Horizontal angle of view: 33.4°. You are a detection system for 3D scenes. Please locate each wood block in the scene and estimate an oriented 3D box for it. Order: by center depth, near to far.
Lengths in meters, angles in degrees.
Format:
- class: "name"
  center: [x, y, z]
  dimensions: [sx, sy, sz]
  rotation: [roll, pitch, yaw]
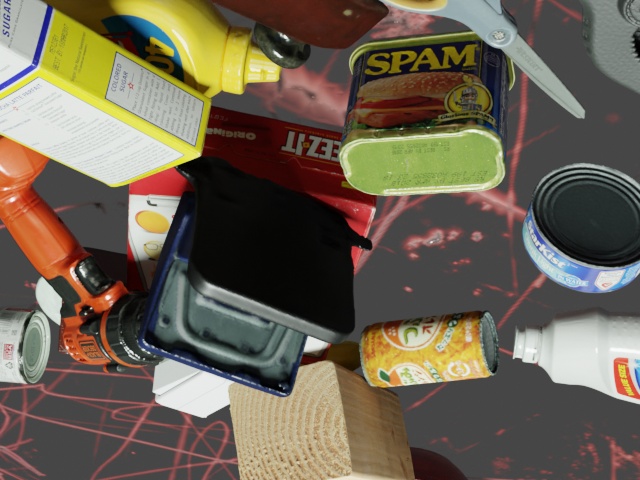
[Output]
- class: "wood block"
  center: [0.007, 0.167, 0.900]
  dimensions: [0.091, 0.090, 0.206]
  rotation: [-15, 161, 15]

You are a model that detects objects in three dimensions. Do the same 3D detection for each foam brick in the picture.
- class: "foam brick"
  center: [-0.181, 0.053, 0.874]
  dimensions: [0.053, 0.051, 0.078]
  rotation: [10, 120, -1]

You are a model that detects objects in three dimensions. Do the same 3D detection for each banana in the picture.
- class: "banana"
  center: [-0.024, 0.132, 0.974]
  dimensions: [0.069, 0.037, 0.198]
  rotation: [33, 137, -27]

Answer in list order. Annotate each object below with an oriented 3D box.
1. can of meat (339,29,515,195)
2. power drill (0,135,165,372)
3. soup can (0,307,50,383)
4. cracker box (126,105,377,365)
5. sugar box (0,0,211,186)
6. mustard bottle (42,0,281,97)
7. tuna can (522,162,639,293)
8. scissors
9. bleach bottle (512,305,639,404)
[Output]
- class: "can of meat"
  center: [0.064, -0.076, 0.646]
  dimensions: [0.102, 0.084, 0.057]
  rotation: [-3, 141, 16]
- class: "power drill"
  center: [-0.171, 0.009, 0.744]
  dimensions: [0.185, 0.057, 0.187]
  rotation: [-14, 110, 56]
- class: "soup can"
  center: [-0.304, 0.092, 0.961]
  dimensions: [0.102, 0.068, 0.068]
  rotation: [4, 142, 7]
- class: "cracker box"
  center: [-0.055, 0.001, 0.784]
  dimensions: [0.164, 0.072, 0.214]
  rotation: [11, 142, -3]
- class: "sugar box"
  center: [-0.158, -0.090, 0.599]
  dimensions: [0.094, 0.048, 0.176]
  rotation: [-15, 146, 42]
- class: "mustard bottle"
  center: [-0.118, -0.121, 0.650]
  dimensions: [0.191, 0.058, 0.096]
  rotation: [9, 144, 1]
- class: "tuna can"
  center: [0.178, -0.008, 0.707]
  dimensions: [0.086, 0.086, 0.034]
  rotation: [9, 144, 1]
- class: "scissors"
  center: [0.104, -0.128, 0.576]
  dimensions: [0.201, 0.016, 0.096]
  rotation: [22, 144, -27]
- class: "bleach bottle"
  center: [0.279, 0.099, 0.845]
  dimensions: [0.251, 0.068, 0.102]
  rotation: [6, 142, 9]
